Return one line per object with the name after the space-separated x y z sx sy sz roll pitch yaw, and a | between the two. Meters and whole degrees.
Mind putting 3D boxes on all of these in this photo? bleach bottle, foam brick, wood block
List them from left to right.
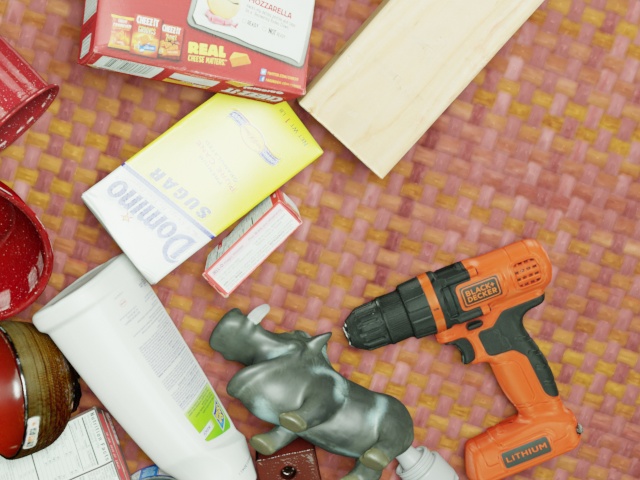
-0.127 0.138 0.881 0.068 0.102 0.251 -27 101 25 | bleach bottle
-0.024 0.212 0.926 0.053 0.051 0.078 -12 101 -1 | foam brick
0.082 -0.158 0.846 0.090 0.091 0.206 42 96 -8 | wood block

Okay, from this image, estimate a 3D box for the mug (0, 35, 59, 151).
-0.275 -0.112 0.840 0.117 0.093 0.081 -42 95 23 | mug

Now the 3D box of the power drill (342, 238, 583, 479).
0.131 0.110 0.913 0.184 0.057 0.187 -21 101 1 | power drill

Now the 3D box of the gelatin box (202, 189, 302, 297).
-0.056 0.001 0.875 0.089 0.073 0.030 -45 100 4 | gelatin box

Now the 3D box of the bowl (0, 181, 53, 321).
-0.293 -0.006 0.851 0.162 0.055 0.162 -3 130 -4 | bowl

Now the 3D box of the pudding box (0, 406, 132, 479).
-0.218 0.205 0.901 0.113 0.039 0.090 -25 65 0 | pudding box

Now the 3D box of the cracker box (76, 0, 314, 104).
-0.085 -0.221 0.794 0.164 0.072 0.214 7 85 -25 | cracker box

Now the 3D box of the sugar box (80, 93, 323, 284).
-0.095 -0.053 0.862 0.176 0.048 0.093 -39 98 -9 | sugar box
